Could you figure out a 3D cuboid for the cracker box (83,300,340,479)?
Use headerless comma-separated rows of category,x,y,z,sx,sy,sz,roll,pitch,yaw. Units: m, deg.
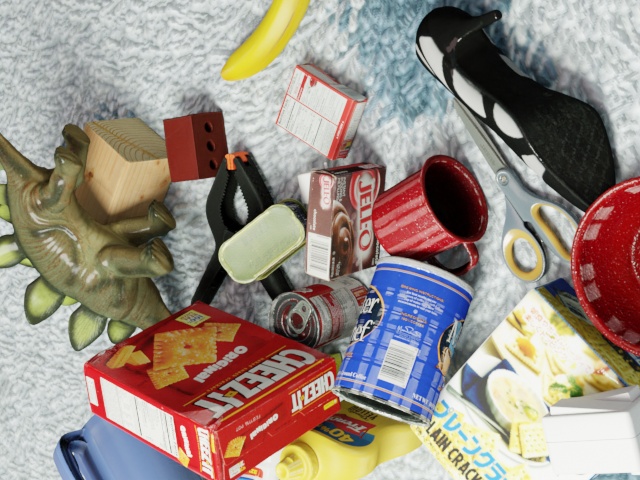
cracker box,-0.112,0.146,1.085,0.214,0.163,0.072,17,123,41

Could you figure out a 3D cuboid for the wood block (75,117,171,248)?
wood block,-0.266,-0.041,1.342,0.091,0.090,0.206,41,121,26

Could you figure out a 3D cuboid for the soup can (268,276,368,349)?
soup can,0.002,0.079,1.146,0.069,0.102,0.068,9,104,37

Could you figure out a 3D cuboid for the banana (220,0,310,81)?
banana,-0.051,-0.245,1.169,0.070,0.037,0.198,54,127,39

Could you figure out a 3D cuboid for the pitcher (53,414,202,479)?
pitcher,-0.206,0.305,1.262,0.243,0.149,0.145,46,160,50

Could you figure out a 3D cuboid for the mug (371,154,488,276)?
mug,0.111,-0.016,1.055,0.082,0.093,0.117,-30,95,43

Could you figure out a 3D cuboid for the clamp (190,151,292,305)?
clamp,-0.100,0.003,1.252,0.165,0.036,0.210,-3,99,35

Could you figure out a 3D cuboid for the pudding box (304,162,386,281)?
pudding box,0.026,-0.022,1.115,0.039,0.089,0.113,17,110,36

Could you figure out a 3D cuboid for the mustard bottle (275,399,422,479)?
mustard bottle,0.021,0.209,1.099,0.096,0.191,0.058,19,110,34

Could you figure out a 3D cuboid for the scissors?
scissors,0.176,-0.041,1.041,0.202,0.016,0.096,47,123,22

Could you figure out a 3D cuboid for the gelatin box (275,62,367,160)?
gelatin box,0.000,-0.139,1.151,0.089,0.030,0.073,36,120,28

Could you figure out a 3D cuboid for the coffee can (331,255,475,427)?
coffee can,0.082,0.099,1.050,0.103,0.102,0.140,10,73,36

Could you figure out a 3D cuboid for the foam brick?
foam brick,-0.146,-0.110,1.257,0.051,0.052,0.078,-3,98,38

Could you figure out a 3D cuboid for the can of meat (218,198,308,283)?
can of meat,-0.058,0.001,1.163,0.102,0.084,0.057,-38,89,8
